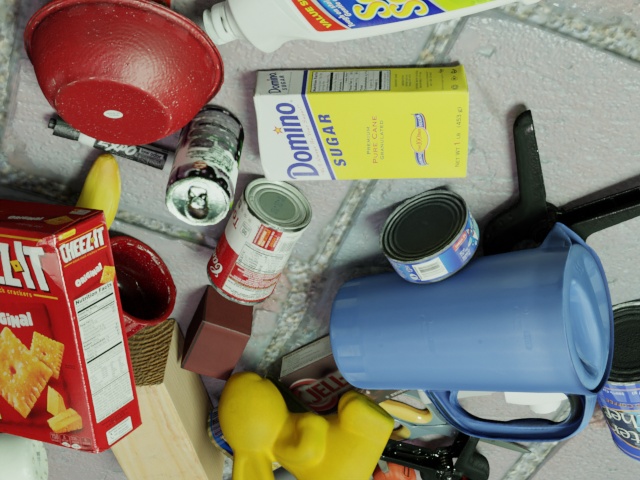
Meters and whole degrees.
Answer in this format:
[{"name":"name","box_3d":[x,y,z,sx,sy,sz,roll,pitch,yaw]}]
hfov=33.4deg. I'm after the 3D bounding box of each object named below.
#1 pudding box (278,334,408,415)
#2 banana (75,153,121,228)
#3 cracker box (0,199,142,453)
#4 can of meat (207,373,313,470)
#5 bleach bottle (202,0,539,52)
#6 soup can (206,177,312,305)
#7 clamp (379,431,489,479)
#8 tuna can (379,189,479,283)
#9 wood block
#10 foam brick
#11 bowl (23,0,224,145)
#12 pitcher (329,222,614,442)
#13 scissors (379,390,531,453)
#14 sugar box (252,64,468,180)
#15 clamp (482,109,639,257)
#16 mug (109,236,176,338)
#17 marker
[{"name":"pudding box","box_3d":[0.027,0.139,1.117,0.114,0.039,0.090,-29,125,26]},{"name":"banana","box_3d":[-0.241,-0.009,0.998,0.198,0.037,0.069,-32,125,27]},{"name":"cracker box","box_3d":[-0.260,0.076,0.967,0.164,0.072,0.214,6,113,30]},{"name":"can of meat","box_3d":[-0.061,0.205,1.161,0.084,0.057,0.102,-32,124,18]},{"name":"bleach bottle","box_3d":[0.032,-0.193,0.806,0.251,0.068,0.102,-15,129,18]},{"name":"soup can","box_3d":[-0.056,0.001,0.978,0.068,0.068,0.102,18,130,-14]},{"name":"clamp","box_3d":[0.131,0.248,1.193,0.120,0.039,0.171,-6,143,16]},{"name":"tuna can","box_3d":[0.098,-0.003,0.956,0.086,0.086,0.033,-21,129,19]},{"name":"wood block","box_3d":[-0.173,0.190,1.138,0.090,0.091,0.206,-8,131,9]},{"name":"foam brick","box_3d":[-0.103,0.093,1.074,0.051,0.053,0.078,17,131,-13]},{"name":"bowl","box_3d":[-0.159,-0.123,0.847,0.162,0.055,0.162,5,152,2]},{"name":"pitcher","box_3d":[0.135,0.088,0.970,0.243,0.149,0.145,-8,132,32]},{"name":"scissors","box_3d":[0.133,0.219,1.201,0.201,0.016,0.096,32,128,-23]},{"name":"sugar box","box_3d":[0.035,-0.097,0.901,0.176,0.048,0.093,-3,132,4]},{"name":"clamp","box_3d":[0.201,-0.022,0.966,0.164,0.036,0.210,27,132,-13]},{"name":"mug","box_3d":[-0.192,0.055,1.029,0.082,0.093,0.117,-34,159,34]},{"name":"marker","box_3d":[-0.180,-0.084,0.939,0.121,0.020,0.020,18,130,-13]}]
